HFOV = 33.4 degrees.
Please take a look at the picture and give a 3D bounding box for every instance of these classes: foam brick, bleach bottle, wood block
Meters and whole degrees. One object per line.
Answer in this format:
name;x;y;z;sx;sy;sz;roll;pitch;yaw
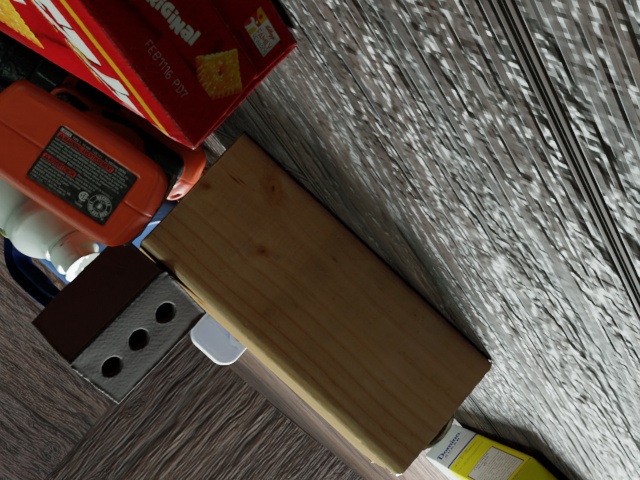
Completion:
foam brick;-0.120;0.046;0.635;0.051;0.078;0.053;36;169;41
bleach bottle;-0.231;-0.074;0.720;0.251;0.068;0.102;50;-162;19
wood block;-0.007;0.041;0.667;0.206;0.090;0.091;43;170;-5

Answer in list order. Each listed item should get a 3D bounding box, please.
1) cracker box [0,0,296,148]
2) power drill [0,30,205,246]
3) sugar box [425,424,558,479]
cracker box;-0.130;-0.141;0.427;0.214;0.072;0.164;32;166;39
power drill;-0.154;-0.074;0.658;0.184;0.057;0.187;33;-168;-13
sugar box;0.153;0.200;0.849;0.093;0.048;0.176;43;173;-8
